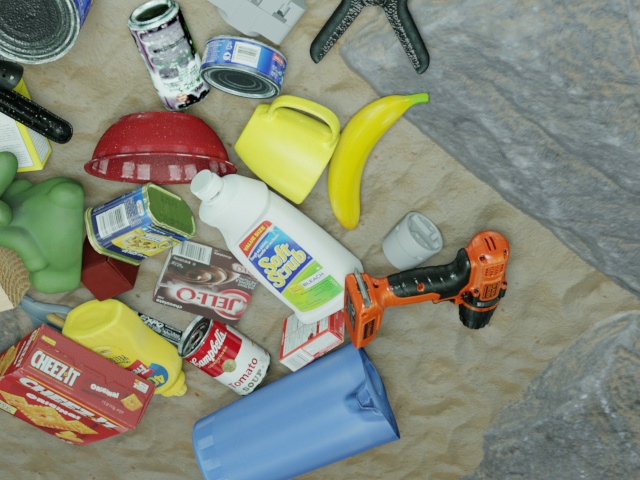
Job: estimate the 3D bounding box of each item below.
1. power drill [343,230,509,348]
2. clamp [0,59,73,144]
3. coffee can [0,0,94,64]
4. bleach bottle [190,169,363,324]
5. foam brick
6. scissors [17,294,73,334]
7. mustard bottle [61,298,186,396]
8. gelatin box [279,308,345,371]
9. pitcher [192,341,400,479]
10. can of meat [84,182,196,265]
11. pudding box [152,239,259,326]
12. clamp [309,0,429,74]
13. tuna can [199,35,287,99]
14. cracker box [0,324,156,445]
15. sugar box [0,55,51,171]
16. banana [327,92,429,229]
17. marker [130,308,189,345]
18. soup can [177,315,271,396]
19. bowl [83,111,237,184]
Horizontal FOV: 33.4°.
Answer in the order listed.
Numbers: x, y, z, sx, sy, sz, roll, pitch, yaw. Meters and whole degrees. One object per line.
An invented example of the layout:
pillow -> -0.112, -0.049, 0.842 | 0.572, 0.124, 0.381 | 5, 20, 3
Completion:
power drill -> 0.121, 0.066, 1.225 | 0.187, 0.057, 0.184 | -15, 147, -8
clamp -> -0.350, -0.165, 1.037 | 0.210, 0.036, 0.164 | 25, 167, 3
coffee can -> -0.257, -0.244, 0.993 | 0.103, 0.140, 0.103 | 3, 131, 3
bleach bottle -> -0.058, 0.001, 1.193 | 0.103, 0.068, 0.250 | -29, 135, 24
foam brick -> -0.249, 0.024, 1.262 | 0.051, 0.078, 0.053 | -21, 125, 20
scissors -> -0.384, 0.090, 1.374 | 0.201, 0.016, 0.096 | 24, 134, -7
mustard bottle -> -0.233, 0.146, 1.359 | 0.096, 0.058, 0.191 | -13, 139, 29
gelatin box -> -0.008, 0.110, 1.312 | 0.089, 0.073, 0.030 | -35, 120, 29
pitcher -> -0.030, 0.231, 1.339 | 0.243, 0.145, 0.149 | -24, 131, 6
can of meat -> -0.203, -0.019, 1.215 | 0.084, 0.057, 0.102 | -23, 158, 20
pudding box -> -0.138, 0.051, 1.298 | 0.113, 0.039, 0.090 | 19, 130, -10
clamp -> 0.043, -0.237, 1.034 | 0.120, 0.039, 0.171 | -4, 124, 4
tuna can -> -0.078, -0.173, 1.075 | 0.086, 0.034, 0.086 | 11, 168, 2
cracker box -> -0.331, 0.194, 1.371 | 0.164, 0.072, 0.214 | 32, 151, -19
sugar box -> -0.364, -0.154, 1.145 | 0.093, 0.048, 0.176 | -4, 126, 10
banana -> 0.046, -0.088, 1.161 | 0.069, 0.037, 0.198 | 21, 129, -11
marker -> -0.221, 0.107, 1.368 | 0.121, 0.020, 0.020 | 26, 128, -16
soup can -> -0.122, 0.145, 1.358 | 0.102, 0.068, 0.069 | 37, 124, -24
bowl -> -0.169, -0.100, 1.133 | 0.162, 0.055, 0.162 | -1, 173, 0
